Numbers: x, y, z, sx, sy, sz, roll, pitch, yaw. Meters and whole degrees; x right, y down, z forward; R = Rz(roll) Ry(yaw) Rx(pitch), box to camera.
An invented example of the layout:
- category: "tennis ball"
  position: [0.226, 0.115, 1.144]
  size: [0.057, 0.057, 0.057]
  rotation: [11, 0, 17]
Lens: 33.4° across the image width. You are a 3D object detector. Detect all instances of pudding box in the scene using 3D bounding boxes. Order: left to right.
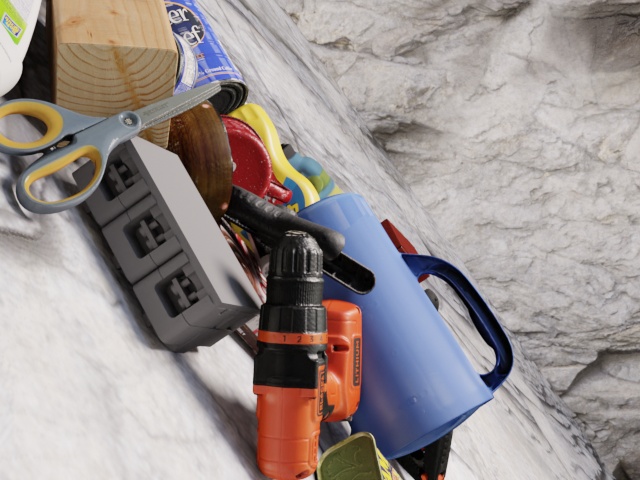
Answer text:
- category: "pudding box"
  position: [-0.072, 0.039, 0.953]
  size: [0.090, 0.039, 0.113]
  rotation: [49, 12, -30]

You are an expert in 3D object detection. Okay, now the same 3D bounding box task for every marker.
- category: "marker"
  position: [-0.057, 0.001, 0.994]
  size: [0.020, 0.020, 0.121]
  rotation: [50, 6, -29]

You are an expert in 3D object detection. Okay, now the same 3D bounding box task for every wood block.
- category: "wood block"
  position: [-0.179, -0.169, 0.884]
  size: [0.206, 0.090, 0.091]
  rotation: [-112, -152, -50]

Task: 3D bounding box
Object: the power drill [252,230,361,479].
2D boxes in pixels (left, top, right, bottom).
- category: "power drill"
  position: [-0.009, 0.087, 0.856]
  size: [0.187, 0.057, 0.184]
  rotation: [8, 87, -77]

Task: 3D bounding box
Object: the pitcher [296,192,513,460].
- category: "pitcher"
  position: [0.058, 0.075, 1.007]
  size: [0.148, 0.145, 0.243]
  rotation: [-15, 71, -46]

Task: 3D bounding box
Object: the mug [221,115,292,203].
- category: "mug"
  position: [-0.080, -0.064, 1.012]
  size: [0.117, 0.093, 0.081]
  rotation: [28, 4, -14]

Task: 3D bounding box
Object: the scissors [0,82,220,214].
- category: "scissors"
  position: [-0.158, -0.091, 0.762]
  size: [0.096, 0.016, 0.201]
  rotation: [39, 47, -2]

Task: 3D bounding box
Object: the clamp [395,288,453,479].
- category: "clamp"
  position: [0.089, 0.154, 1.100]
  size: [0.036, 0.165, 0.210]
  rotation: [-22, 85, -48]

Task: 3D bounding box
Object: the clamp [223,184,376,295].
- category: "clamp"
  position: [-0.028, -0.004, 0.932]
  size: [0.172, 0.039, 0.120]
  rotation: [28, -14, 33]

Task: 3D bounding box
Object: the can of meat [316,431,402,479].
- category: "can of meat"
  position: [0.045, 0.223, 0.878]
  size: [0.084, 0.057, 0.102]
  rotation: [54, 11, -26]

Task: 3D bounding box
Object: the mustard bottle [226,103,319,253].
- category: "mustard bottle"
  position: [-0.055, -0.040, 1.112]
  size: [0.191, 0.096, 0.058]
  rotation: [57, 11, 5]

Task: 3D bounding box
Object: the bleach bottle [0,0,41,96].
- category: "bleach bottle"
  position: [-0.248, -0.170, 0.751]
  size: [0.102, 0.068, 0.251]
  rotation: [49, 15, -31]

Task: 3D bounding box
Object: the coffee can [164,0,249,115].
- category: "coffee can"
  position: [-0.152, -0.188, 1.109]
  size: [0.140, 0.103, 0.102]
  rotation: [59, 11, 16]
